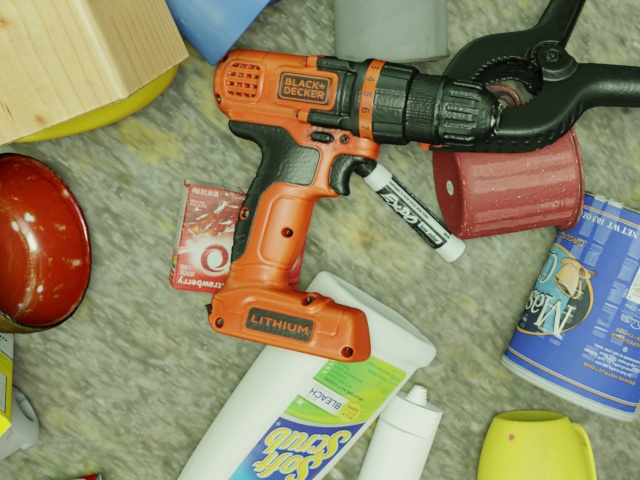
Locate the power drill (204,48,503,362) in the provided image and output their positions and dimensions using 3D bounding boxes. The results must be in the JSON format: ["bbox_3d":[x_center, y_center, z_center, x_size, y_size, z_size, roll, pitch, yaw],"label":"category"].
[{"bbox_3d":[0.010,-0.022,0.669,0.185,0.057,0.187,10,90,17],"label":"power drill"}]

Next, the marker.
[{"bbox_3d":[0.057,-0.029,0.765,0.121,0.020,0.020,42,88,-18],"label":"marker"}]

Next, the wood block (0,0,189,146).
[{"bbox_3d":[-0.159,-0.164,0.537,0.090,0.090,0.206,-16,108,22],"label":"wood block"}]

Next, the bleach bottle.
[{"bbox_3d":[-0.032,0.148,0.753,0.102,0.068,0.251,32,97,-35],"label":"bleach bottle"}]

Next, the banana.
[{"bbox_3d":[-0.157,-0.094,0.655,0.198,0.037,0.069,-18,130,23],"label":"banana"}]

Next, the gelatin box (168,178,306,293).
[{"bbox_3d":[-0.055,0.001,0.735,0.089,0.030,0.073,8,99,-16],"label":"gelatin box"}]

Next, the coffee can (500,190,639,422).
[{"bbox_3d":[0.205,0.046,0.775,0.102,0.103,0.140,21,95,-18],"label":"coffee can"}]

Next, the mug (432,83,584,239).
[{"bbox_3d":[0.125,-0.057,0.748,0.081,0.093,0.117,-10,72,-8],"label":"mug"}]

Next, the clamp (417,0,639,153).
[{"bbox_3d":[0.163,-0.107,0.708,0.209,0.165,0.036,-32,150,-15],"label":"clamp"}]
